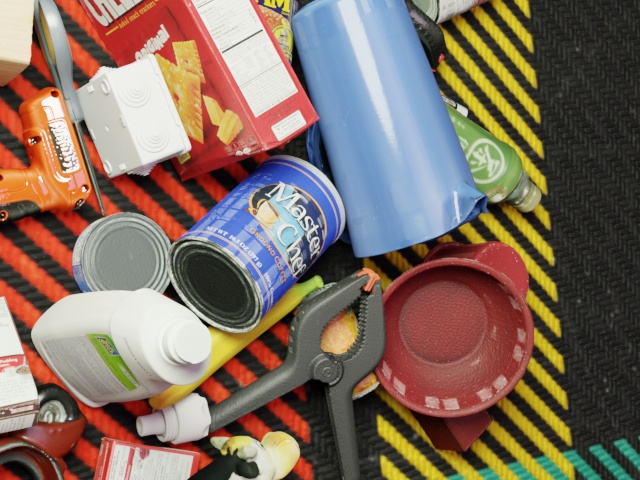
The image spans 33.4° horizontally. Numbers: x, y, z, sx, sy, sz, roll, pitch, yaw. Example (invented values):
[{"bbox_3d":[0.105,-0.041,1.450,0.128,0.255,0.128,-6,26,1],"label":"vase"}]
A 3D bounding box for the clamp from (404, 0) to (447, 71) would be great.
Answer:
[{"bbox_3d":[0.078,-0.234,1.083,0.171,0.120,0.039,36,90,-26],"label":"clamp"}]

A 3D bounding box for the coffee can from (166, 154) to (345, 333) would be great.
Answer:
[{"bbox_3d":[-0.056,0.001,0.967,0.103,0.103,0.140,56,48,-15],"label":"coffee can"}]

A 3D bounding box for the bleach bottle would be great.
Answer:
[{"bbox_3d":[-0.146,0.086,0.834,0.068,0.251,0.102,-46,108,-26],"label":"bleach bottle"}]

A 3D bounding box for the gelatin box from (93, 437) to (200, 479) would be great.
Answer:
[{"bbox_3d":[-0.157,0.218,0.945,0.089,0.030,0.073,16,79,-30],"label":"gelatin box"}]

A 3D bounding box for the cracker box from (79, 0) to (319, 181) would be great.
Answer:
[{"bbox_3d":[-0.116,-0.167,0.928,0.072,0.164,0.213,-37,104,-31],"label":"cracker box"}]

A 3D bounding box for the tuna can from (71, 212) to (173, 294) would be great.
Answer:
[{"bbox_3d":[-0.177,0.019,0.950,0.086,0.034,0.086,3,84,-31],"label":"tuna can"}]

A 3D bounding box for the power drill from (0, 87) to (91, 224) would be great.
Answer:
[{"bbox_3d":[-0.296,-0.067,0.874,0.187,0.057,0.184,-21,99,-28],"label":"power drill"}]

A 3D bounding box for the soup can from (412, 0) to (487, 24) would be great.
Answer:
[{"bbox_3d":[0.138,-0.275,1.147,0.102,0.069,0.068,-30,101,-29],"label":"soup can"}]

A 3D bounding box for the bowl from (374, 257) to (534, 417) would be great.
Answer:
[{"bbox_3d":[0.124,0.089,1.048,0.162,0.055,0.162,0,103,-2],"label":"bowl"}]

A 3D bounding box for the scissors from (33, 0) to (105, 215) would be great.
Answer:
[{"bbox_3d":[-0.212,-0.120,0.912,0.016,0.096,0.202,-20,93,-18],"label":"scissors"}]

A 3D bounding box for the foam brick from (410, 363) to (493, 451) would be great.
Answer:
[{"bbox_3d":[0.131,0.173,1.110,0.051,0.053,0.078,-41,106,-28],"label":"foam brick"}]

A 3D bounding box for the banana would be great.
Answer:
[{"bbox_3d":[-0.086,0.089,0.978,0.197,0.070,0.037,-38,89,-25],"label":"banana"}]

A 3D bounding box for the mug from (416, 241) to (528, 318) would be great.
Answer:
[{"bbox_3d":[0.154,0.041,1.119,0.117,0.082,0.093,16,77,-29],"label":"mug"}]

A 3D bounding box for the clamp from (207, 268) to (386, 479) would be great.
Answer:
[{"bbox_3d":[0.009,0.127,1.002,0.164,0.036,0.210,32,93,-17],"label":"clamp"}]

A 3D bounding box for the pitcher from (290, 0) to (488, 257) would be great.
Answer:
[{"bbox_3d":[0.051,-0.110,1.011,0.149,0.145,0.243,-19,93,3],"label":"pitcher"}]

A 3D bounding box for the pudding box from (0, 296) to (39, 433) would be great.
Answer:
[{"bbox_3d":[-0.281,0.102,0.846,0.089,0.039,0.113,-9,51,-31],"label":"pudding box"}]
